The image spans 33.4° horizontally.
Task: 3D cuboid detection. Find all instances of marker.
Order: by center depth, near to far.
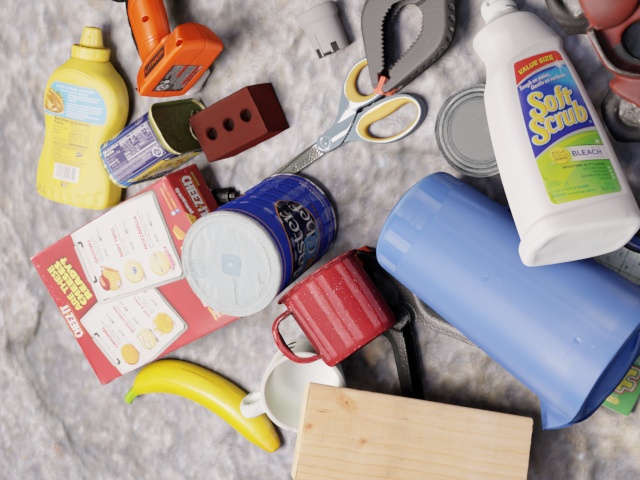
[{"bbox_3d":[-0.143,-0.045,1.146,0.121,0.020,0.020,-2,99,25],"label":"marker"}]

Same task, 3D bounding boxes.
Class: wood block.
[{"bbox_3d":[0.082,0.194,0.994,0.206,0.091,0.090,9,80,-2],"label":"wood block"}]

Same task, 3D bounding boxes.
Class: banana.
[{"bbox_3d":[-0.129,0.173,1.175,0.198,0.037,0.070,16,124,23],"label":"banana"}]

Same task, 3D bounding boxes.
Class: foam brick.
[{"bbox_3d":[-0.082,-0.120,1.085,0.078,0.051,0.053,-25,89,26],"label":"foam brick"}]

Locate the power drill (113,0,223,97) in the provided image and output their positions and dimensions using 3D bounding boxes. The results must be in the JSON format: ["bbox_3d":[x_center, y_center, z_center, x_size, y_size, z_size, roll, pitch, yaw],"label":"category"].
[{"bbox_3d":[-0.157,-0.250,1.049,0.185,0.057,0.188,-40,63,48],"label":"power drill"}]

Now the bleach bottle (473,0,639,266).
[{"bbox_3d":[0.182,-0.105,0.913,0.068,0.102,0.251,107,150,-60],"label":"bleach bottle"}]

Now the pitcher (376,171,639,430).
[{"bbox_3d":[0.178,0.035,0.950,0.243,0.149,0.145,37,140,23],"label":"pitcher"}]

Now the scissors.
[{"bbox_3d":[0.008,-0.118,1.064,0.202,0.016,0.096,-15,92,27],"label":"scissors"}]

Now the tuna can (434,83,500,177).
[{"bbox_3d":[0.151,-0.103,0.990,0.086,0.033,0.086,5,102,24],"label":"tuna can"}]

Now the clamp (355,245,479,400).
[{"bbox_3d":[0.082,0.084,1.056,0.171,0.039,0.120,45,110,17],"label":"clamp"}]

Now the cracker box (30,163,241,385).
[{"bbox_3d":[-0.184,0.039,1.142,0.214,0.072,0.164,-27,93,31],"label":"cracker box"}]

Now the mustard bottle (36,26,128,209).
[{"bbox_3d":[-0.256,-0.135,1.159,0.096,0.058,0.192,15,106,23],"label":"mustard bottle"}]

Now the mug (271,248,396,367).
[{"bbox_3d":[0.010,0.073,1.016,0.081,0.117,0.093,56,160,7],"label":"mug"}]

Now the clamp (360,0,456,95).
[{"bbox_3d":[0.085,-0.239,0.988,0.165,0.036,0.210,33,108,23],"label":"clamp"}]

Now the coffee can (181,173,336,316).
[{"bbox_3d":[-0.057,0.001,1.040,0.103,0.140,0.103,8,111,21],"label":"coffee can"}]

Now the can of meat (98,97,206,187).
[{"bbox_3d":[-0.167,-0.100,1.102,0.084,0.102,0.057,-29,88,28],"label":"can of meat"}]
